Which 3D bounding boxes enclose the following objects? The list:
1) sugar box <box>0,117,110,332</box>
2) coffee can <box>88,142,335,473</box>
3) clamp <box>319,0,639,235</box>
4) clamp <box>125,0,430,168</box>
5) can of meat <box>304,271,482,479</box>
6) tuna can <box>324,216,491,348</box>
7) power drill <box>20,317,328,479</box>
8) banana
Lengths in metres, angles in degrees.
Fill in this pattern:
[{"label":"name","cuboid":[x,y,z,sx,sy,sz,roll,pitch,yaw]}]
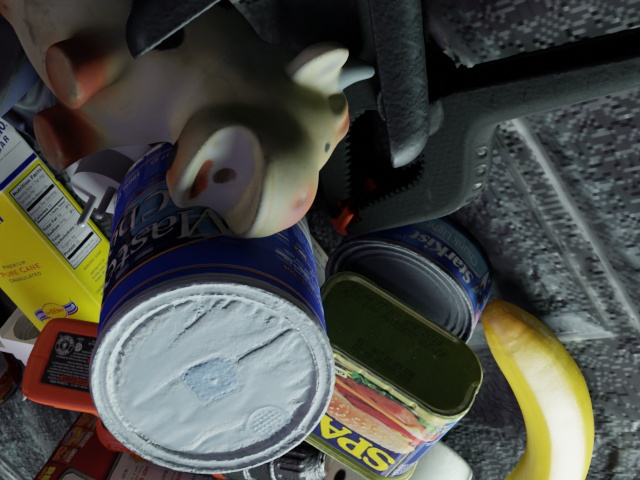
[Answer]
[{"label":"sugar box","cuboid":[-0.195,-0.002,0.714,0.094,0.048,0.176,-14,123,44]},{"label":"coffee can","cuboid":[-0.051,0.024,0.503,0.102,0.140,0.103,-3,121,-5]},{"label":"clamp","cuboid":[0.039,-0.076,0.471,0.164,0.036,0.210,41,143,1]},{"label":"clamp","cuboid":[0.001,-0.119,0.382,0.120,0.039,0.171,12,108,-10]},{"label":"can of meat","cuboid":[0.026,0.074,0.571,0.102,0.057,0.084,32,140,1]},{"label":"tuna can","cuboid":[0.047,0.021,0.573,0.086,0.033,0.086,20,140,17]},{"label":"power drill","cuboid":[-0.098,0.118,0.722,0.185,0.057,0.187,5,155,21]},{"label":"banana","cuboid":[0.120,0.108,0.600,0.069,0.037,0.198,-2,132,1]}]
